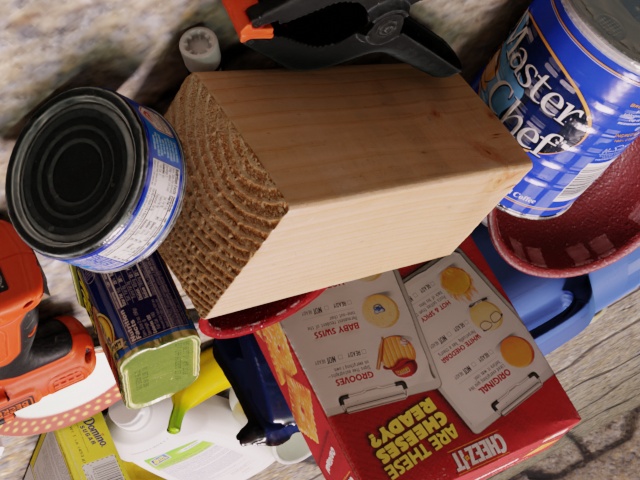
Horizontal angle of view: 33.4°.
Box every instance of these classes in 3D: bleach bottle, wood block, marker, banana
[{"bbox_3d":[-0.120,0.172,0.968,0.102,0.068,0.250,-30,156,2],"label":"bleach bottle"},{"bbox_3d":[0.010,-0.036,0.587,0.205,0.090,0.091,-13,150,-46],"label":"wood block"},{"bbox_3d":[-0.056,-0.071,0.568,0.020,0.020,0.121,-25,158,-8],"label":"marker"},{"bbox_3d":[-0.044,0.111,0.903,0.197,0.069,0.037,-12,160,-21],"label":"banana"}]

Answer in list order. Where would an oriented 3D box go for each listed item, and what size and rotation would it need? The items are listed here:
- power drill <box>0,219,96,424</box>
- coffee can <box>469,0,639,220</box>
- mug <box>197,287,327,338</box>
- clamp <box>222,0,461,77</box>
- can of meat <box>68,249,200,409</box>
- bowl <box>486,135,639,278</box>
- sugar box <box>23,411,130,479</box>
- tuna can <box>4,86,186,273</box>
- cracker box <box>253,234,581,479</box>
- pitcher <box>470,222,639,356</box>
[{"bbox_3d":[-0.226,0.069,0.629,0.184,0.057,0.188,-24,161,-19],"label":"power drill"},{"bbox_3d":[0.152,-0.093,0.651,0.102,0.103,0.140,-12,153,-34],"label":"coffee can"},{"bbox_3d":[-0.054,0.001,0.643,0.093,0.081,0.117,-40,155,27],"label":"mug"},{"bbox_3d":[0.029,-0.115,0.546,0.171,0.039,0.120,-14,148,-21],"label":"clamp"},{"bbox_3d":[-0.115,0.049,0.675,0.057,0.084,0.102,-21,157,-16],"label":"can of meat"},{"bbox_3d":[0.193,-0.050,0.807,0.162,0.055,0.162,-8,128,-11],"label":"bowl"},{"bbox_3d":[-0.211,0.215,0.912,0.048,0.093,0.176,-14,155,-30],"label":"sugar box"},{"bbox_3d":[-0.108,-0.029,0.510,0.086,0.086,0.033,-35,155,16],"label":"tuna can"},{"bbox_3d":[0.052,0.074,0.750,0.164,0.214,0.072,-19,156,-21],"label":"cracker box"},{"bbox_3d":[0.164,0.043,0.915,0.242,0.149,0.145,-24,158,-18],"label":"pitcher"}]
